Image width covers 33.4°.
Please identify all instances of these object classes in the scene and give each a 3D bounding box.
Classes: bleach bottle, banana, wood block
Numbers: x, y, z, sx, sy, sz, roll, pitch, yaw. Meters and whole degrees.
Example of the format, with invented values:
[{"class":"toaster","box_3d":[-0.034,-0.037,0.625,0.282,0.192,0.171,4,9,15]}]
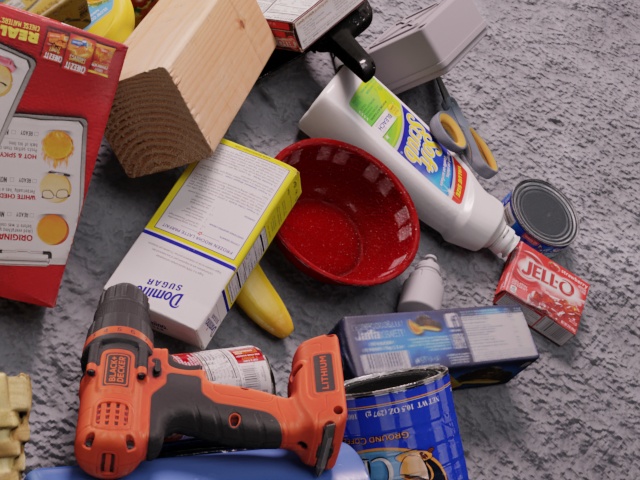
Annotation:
[{"class":"bleach bottle","box_3d":[0.101,-0.075,1.093,0.251,0.068,0.102,38,44,-4]},{"class":"banana","box_3d":[-0.074,-0.002,0.966,0.069,0.037,0.198,0,59,-25]},{"class":"wood block","box_3d":[-0.120,-0.156,0.965,0.091,0.090,0.206,63,28,-28]}]

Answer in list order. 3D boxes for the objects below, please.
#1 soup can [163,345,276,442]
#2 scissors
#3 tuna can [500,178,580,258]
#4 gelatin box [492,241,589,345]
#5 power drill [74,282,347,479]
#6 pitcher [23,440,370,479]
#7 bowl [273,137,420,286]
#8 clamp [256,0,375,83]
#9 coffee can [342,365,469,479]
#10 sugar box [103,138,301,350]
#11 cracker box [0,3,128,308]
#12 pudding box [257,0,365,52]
[{"class":"soup can","box_3d":[-0.095,0.121,0.851,0.102,0.069,0.068,-4,61,-30]},{"class":"scissors","box_3d":[0.131,-0.145,1.145,0.096,0.016,0.202,18,37,-44]},{"class":"tuna can","box_3d":[0.233,-0.022,1.145,0.086,0.034,0.086,14,53,-20]},{"class":"gelatin box","box_3d":[0.226,0.053,1.092,0.089,0.030,0.073,33,49,-5]},{"class":"power drill","box_3d":[-0.080,0.100,0.773,0.187,0.057,0.184,4,36,-8]},{"class":"pitcher","box_3d":[-0.092,0.208,0.767,0.242,0.149,0.145,3,73,-22]},{"class":"bowl","box_3d":[0.011,-0.016,1.008,0.162,0.055,0.162,14,54,-20]},{"class":"clamp","box_3d":[0.008,-0.212,1.100,0.165,0.036,0.209,4,40,28]},{"class":"coffee can","box_3d":[0.064,0.178,0.842,0.102,0.103,0.140,-11,90,-33]},{"class":"sugar box","box_3d":[-0.097,-0.001,0.907,0.093,0.048,0.176,23,65,18]},{"class":"cracker box","box_3d":[-0.258,-0.073,0.822,0.164,0.072,0.214,16,94,-18]},{"class":"pudding box","box_3d":[-0.021,-0.237,1.081,0.090,0.039,0.113,19,52,38]}]
